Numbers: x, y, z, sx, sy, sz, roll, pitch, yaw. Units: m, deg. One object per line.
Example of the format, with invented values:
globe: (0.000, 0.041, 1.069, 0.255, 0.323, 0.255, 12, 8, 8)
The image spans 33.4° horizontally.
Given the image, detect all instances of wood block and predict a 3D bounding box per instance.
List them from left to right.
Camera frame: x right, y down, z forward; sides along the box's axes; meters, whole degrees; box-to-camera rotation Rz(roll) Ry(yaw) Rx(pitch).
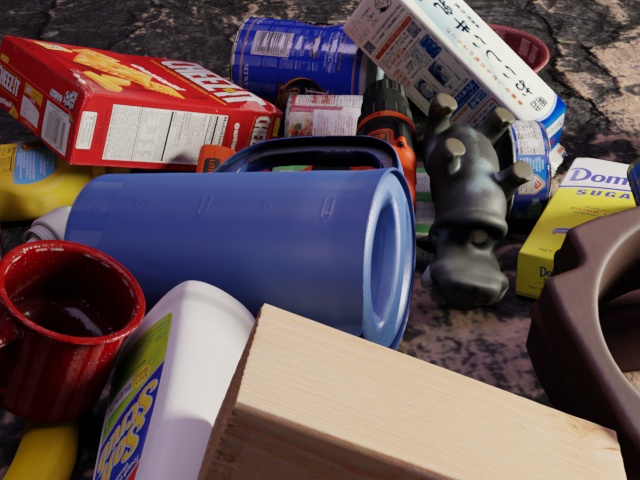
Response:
wood block: (0.046, 0.124, 0.556, 0.206, 0.090, 0.090, 20, 28, -5)

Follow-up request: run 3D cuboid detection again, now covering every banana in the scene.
banana: (-0.190, 0.155, 0.638, 0.070, 0.037, 0.197, 12, 35, 18)

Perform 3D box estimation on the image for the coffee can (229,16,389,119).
coffee can: (-0.008, -0.170, 1.079, 0.140, 0.103, 0.102, 8, 34, 16)

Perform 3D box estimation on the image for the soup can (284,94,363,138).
soup can: (0.021, -0.102, 1.003, 0.102, 0.068, 0.068, 2, 33, 6)

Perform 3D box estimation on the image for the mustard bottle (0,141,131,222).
mustard bottle: (-0.266, -0.053, 0.952, 0.191, 0.058, 0.096, -7, 31, -7)

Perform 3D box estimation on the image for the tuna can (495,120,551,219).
tuna can: (0.170, -0.060, 0.910, 0.033, 0.086, 0.086, -1, 32, -3)

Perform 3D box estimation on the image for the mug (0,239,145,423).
mug: (-0.173, 0.063, 0.662, 0.093, 0.082, 0.117, 37, 34, 16)

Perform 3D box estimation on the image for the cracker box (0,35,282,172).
cracker box: (-0.167, -0.124, 0.982, 0.213, 0.072, 0.164, 0, 25, -41)

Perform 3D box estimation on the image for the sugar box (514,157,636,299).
sugar box: (0.228, -0.008, 0.863, 0.093, 0.048, 0.176, 13, 36, 22)

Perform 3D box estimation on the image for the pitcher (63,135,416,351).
pitcher: (-0.055, 0.001, 0.779, 0.243, 0.145, 0.149, 4, 14, 20)

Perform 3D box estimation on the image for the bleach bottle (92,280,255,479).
bleach bottle: (-0.091, 0.135, 0.611, 0.068, 0.103, 0.251, 35, 27, -21)

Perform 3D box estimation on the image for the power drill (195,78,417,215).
power drill: (-0.010, -0.064, 0.900, 0.188, 0.057, 0.184, -13, 37, 13)
